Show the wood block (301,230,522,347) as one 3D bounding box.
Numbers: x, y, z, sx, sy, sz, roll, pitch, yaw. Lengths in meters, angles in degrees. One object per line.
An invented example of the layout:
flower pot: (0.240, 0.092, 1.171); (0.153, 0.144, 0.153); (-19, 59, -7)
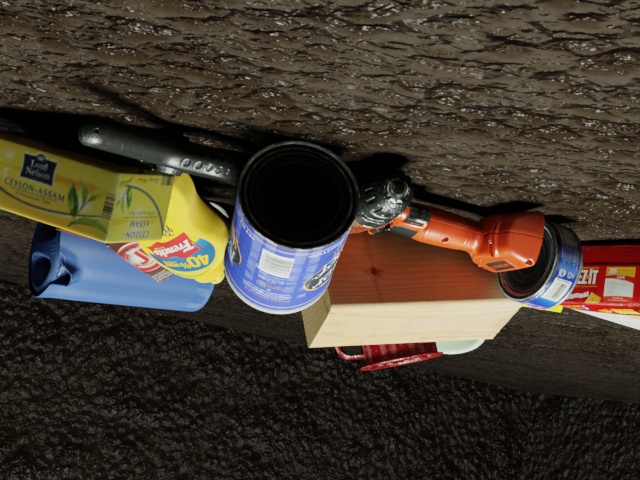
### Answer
wood block: (0.089, 0.047, 1.091); (0.205, 0.091, 0.090); (-1, 149, -18)

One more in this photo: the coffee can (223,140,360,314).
coffee can: (-0.029, -0.008, 0.936); (0.102, 0.103, 0.140); (11, 153, -5)

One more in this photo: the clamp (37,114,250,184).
clamp: (-0.143, -0.079, 0.948); (0.209, 0.036, 0.165); (12, -179, -33)

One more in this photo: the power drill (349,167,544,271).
power drill: (0.106, -0.021, 0.981); (0.187, 0.057, 0.185); (15, 174, -13)

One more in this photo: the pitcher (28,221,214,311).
pitcher: (-0.274, 0.024, 1.482); (0.242, 0.149, 0.145); (12, 156, -30)

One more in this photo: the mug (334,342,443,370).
mug: (0.070, 0.097, 1.175); (0.117, 0.081, 0.093); (-10, 169, -4)

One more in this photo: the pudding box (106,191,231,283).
pudding box: (-0.167, -0.008, 1.185); (0.114, 0.039, 0.090); (-30, 137, 19)

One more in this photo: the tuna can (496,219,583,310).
tuna can: (0.210, 0.022, 1.031); (0.033, 0.086, 0.086); (17, 168, -30)

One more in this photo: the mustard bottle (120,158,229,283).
mustard bottle: (-0.148, -0.012, 1.105); (0.096, 0.058, 0.191); (-7, 144, 22)
